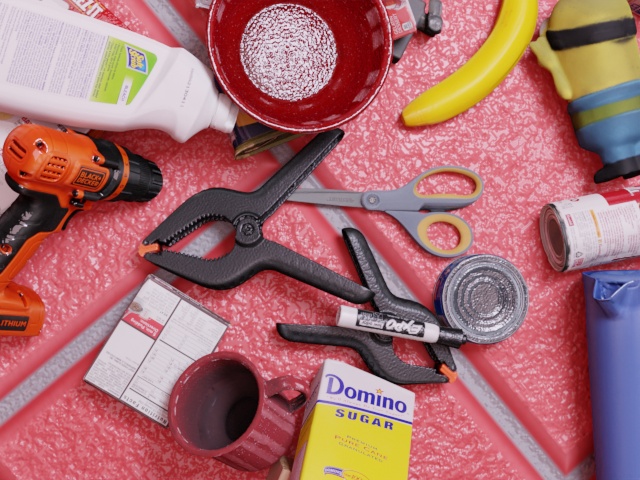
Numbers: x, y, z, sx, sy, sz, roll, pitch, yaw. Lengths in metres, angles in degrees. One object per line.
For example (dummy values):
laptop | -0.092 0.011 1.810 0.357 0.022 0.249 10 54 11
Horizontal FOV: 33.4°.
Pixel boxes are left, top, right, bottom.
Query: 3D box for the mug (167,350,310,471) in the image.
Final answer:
mug | -0.063 0.148 0.929 0.117 0.081 0.093 -27 56 12

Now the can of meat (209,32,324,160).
can of meat | -0.047 -0.132 0.974 0.102 0.057 0.084 -22 88 -7

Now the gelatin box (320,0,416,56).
gelatin box | 0.039 -0.218 0.957 0.073 0.030 0.089 -17 108 12

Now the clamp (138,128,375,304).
clamp | -0.056 0.001 0.962 0.210 0.036 0.164 -17 77 0

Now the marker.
marker | 0.074 0.079 0.959 0.121 0.020 0.020 12 86 -10

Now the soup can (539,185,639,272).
soup can | 0.265 -0.011 0.997 0.102 0.068 0.068 -11 89 -6

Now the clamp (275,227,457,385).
clamp | 0.058 0.069 0.986 0.171 0.039 0.120 27 90 -8

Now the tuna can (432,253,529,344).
tuna can | 0.150 0.055 0.998 0.086 0.034 0.086 0 88 -6

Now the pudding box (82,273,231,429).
pudding box | -0.146 0.100 0.962 0.090 0.039 0.113 32 87 -5

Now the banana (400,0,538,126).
banana | 0.153 -0.178 1.010 0.070 0.037 0.198 30 83 16

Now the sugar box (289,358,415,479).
sugar box | 0.028 0.182 0.909 0.093 0.176 0.048 23 126 -7

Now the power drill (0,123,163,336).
power drill | -0.231 -0.007 0.914 0.057 0.184 0.188 38 101 27

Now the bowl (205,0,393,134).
bowl | -0.022 -0.168 0.918 0.162 0.055 0.162 1 87 -13

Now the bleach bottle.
bleach bottle | -0.192 -0.132 0.886 0.250 0.068 0.102 17 85 -10

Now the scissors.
scissors | 0.059 -0.020 1.001 0.201 0.016 0.096 -12 89 -6
